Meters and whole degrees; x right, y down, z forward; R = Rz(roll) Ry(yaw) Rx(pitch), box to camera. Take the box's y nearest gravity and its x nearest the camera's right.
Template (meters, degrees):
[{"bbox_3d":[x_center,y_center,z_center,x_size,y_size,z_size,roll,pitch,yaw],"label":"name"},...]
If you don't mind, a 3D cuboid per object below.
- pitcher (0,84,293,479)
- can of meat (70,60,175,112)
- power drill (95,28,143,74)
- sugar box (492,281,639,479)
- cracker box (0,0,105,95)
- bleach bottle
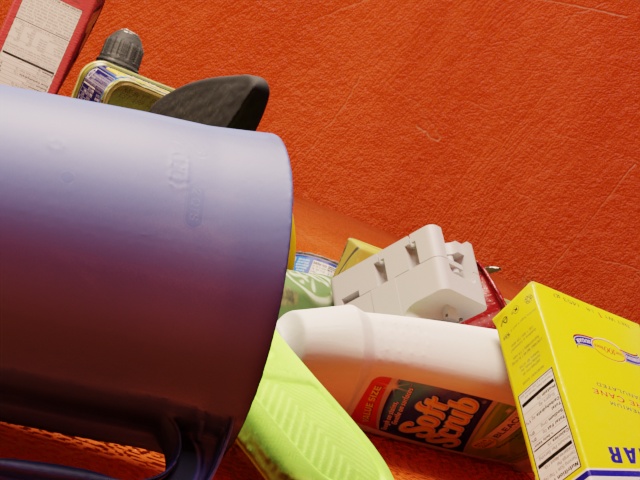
[{"bbox_3d":[-0.139,0.007,0.381,0.242,0.145,0.149,12,4,-17],"label":"pitcher"},{"bbox_3d":[-0.144,-0.102,0.871,0.102,0.057,0.084,19,7,-29],"label":"can of meat"},{"bbox_3d":[-0.235,-0.120,1.100,0.057,0.184,0.188,22,-4,-14],"label":"power drill"},{"bbox_3d":[0.159,0.111,0.596,0.093,0.048,0.176,20,36,-25],"label":"sugar box"},{"bbox_3d":[-0.266,-0.148,0.975,0.072,0.214,0.164,23,5,-15],"label":"cracker box"},{"bbox_3d":[0.056,0.089,0.664,0.250,0.103,0.068,13,50,-28],"label":"bleach bottle"}]
